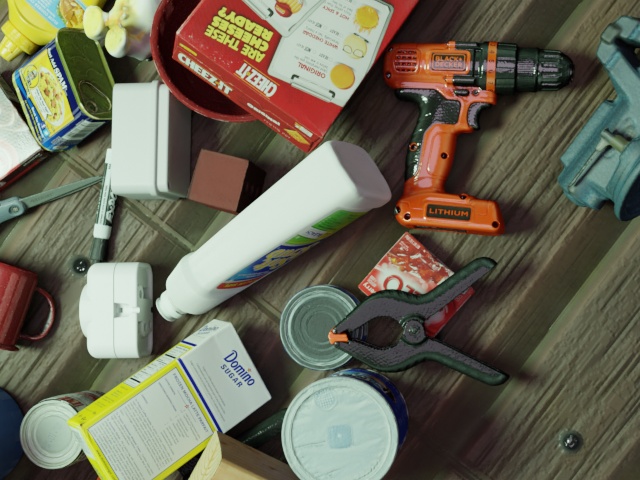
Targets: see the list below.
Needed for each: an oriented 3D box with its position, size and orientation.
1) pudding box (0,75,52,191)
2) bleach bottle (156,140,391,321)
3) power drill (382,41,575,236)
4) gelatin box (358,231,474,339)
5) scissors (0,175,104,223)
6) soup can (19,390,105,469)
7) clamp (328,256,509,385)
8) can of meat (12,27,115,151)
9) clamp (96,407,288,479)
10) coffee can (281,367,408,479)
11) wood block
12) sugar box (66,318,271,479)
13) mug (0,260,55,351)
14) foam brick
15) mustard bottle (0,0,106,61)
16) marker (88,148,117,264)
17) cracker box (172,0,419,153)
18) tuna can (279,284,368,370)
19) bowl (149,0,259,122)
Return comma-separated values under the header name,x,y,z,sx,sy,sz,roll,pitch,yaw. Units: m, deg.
name,x,y,z,sx,sy,sz,roll,pitch,yaw
pudding box,-0.348,-0.112,1.117,0.090,0.039,0.113,-35,82,6
bleach bottle,-0.057,0.001,1.035,0.251,0.102,0.068,-36,74,21
power drill,0.147,-0.100,1.032,0.184,0.057,0.187,4,85,13
gelatin box,0.094,0.047,1.044,0.089,0.030,0.073,42,94,9
scissors,-0.332,-0.044,1.096,0.202,0.096,0.016,-30,41,8
soup can,-0.245,0.185,1.052,0.068,0.102,0.068,-1,86,8
clamp,0.096,0.092,1.008,0.171,0.039,0.120,-15,83,8
can of meat,-0.258,-0.150,1.083,0.084,0.057,0.102,-28,80,34
clamp,-0.115,0.235,1.062,0.210,0.036,0.164,9,88,7
coffee can,0.027,0.173,0.991,0.103,0.140,0.103,-1,87,9
wood block,-0.024,0.270,0.987,0.206,0.090,0.091,28,92,-11
sugar box,-0.141,0.160,1.016,0.176,0.048,0.093,-34,108,-27
mug,-0.327,0.063,1.086,0.117,0.093,0.081,21,84,-21
foam brick,-0.091,-0.055,1.055,0.051,0.078,0.053,15,89,11
mustard bottle,-0.265,-0.261,1.102,0.096,0.058,0.191,43,94,-6
marker,-0.221,-0.034,1.103,0.020,0.020,0.121,9,88,9
cracker box,-0.014,-0.216,1.015,0.164,0.072,0.213,35,74,-3
tuna can,0.003,0.086,1.054,0.086,0.033,0.086,-1,87,9
bowl,-0.089,-0.187,1.058,0.162,0.055,0.162,2,78,-12
